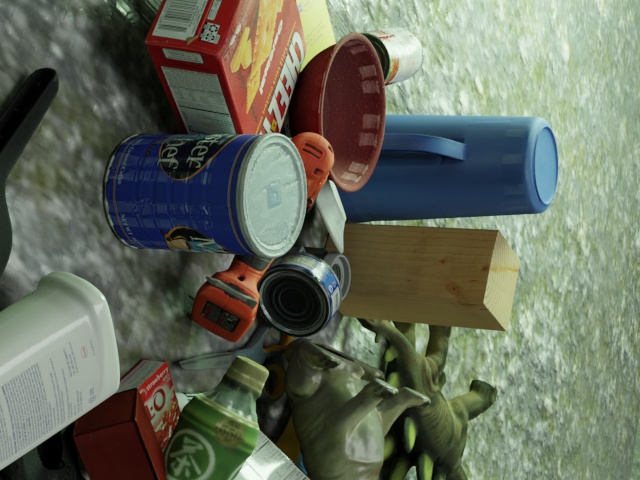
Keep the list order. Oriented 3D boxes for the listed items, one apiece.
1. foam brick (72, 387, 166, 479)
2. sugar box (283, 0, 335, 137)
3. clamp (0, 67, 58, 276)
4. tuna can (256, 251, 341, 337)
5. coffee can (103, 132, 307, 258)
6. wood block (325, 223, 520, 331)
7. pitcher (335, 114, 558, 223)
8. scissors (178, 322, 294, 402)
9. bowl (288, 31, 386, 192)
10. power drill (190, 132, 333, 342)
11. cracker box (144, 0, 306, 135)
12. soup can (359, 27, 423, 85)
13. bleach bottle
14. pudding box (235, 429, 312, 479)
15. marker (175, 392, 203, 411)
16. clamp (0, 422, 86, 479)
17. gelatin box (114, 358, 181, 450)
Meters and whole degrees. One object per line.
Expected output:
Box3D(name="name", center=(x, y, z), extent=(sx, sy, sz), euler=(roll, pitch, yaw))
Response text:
Box3D(name="foam brick", center=(-0.160, 0.168, 0.855), extent=(0.053, 0.051, 0.078), euler=(-109, -177, -67))
Box3D(name="sugar box", center=(-0.022, -0.206, 1.124), extent=(0.093, 0.048, 0.176), euler=(-56, 138, -43))
Box3D(name="clamp", center=(-0.244, -0.037, 0.744), extent=(0.164, 0.036, 0.210), euler=(-10, 104, -60))
Box3D(name="tuna can", center=(-0.023, 0.057, 1.103), extent=(0.033, 0.086, 0.086), euler=(-51, 136, -57))
Box3D(name="coffee can", center=(-0.097, -0.040, 0.905), extent=(0.102, 0.140, 0.103), euler=(-11, 102, -61))
Box3D(name="wood block", center=(0.111, 0.040, 1.225), extent=(0.090, 0.206, 0.090), euler=(46, 54, -53))
Box3D(name="pitcher", center=(0.138, -0.087, 1.223), extent=(0.149, 0.243, 0.145), euler=(-51, 134, -48))
Box3D(name="scissors", center=(-0.080, 0.137, 1.084), extent=(0.201, 0.016, 0.096), euler=(-25, 114, -58))
Box3D(name="bowl", center=(0.012, -0.131, 1.091), extent=(0.161, 0.055, 0.162), euler=(-18, 111, -62))
Box3D(name="power drill", center=(-0.057, 0.001, 1.022), extent=(0.187, 0.057, 0.185), euler=(-63, -179, -22))
Box3D(name="cracker box", center=(-0.073, -0.173, 0.947), extent=(0.213, 0.072, 0.164), euler=(75, 29, -63))
Box3D(name="soup can", center=(0.073, -0.218, 1.274), extent=(0.102, 0.069, 0.068), euler=(-28, 117, -58))
Box3D(name="bleach bottle", center=(-0.247, 0.120, 0.701), extent=(0.250, 0.068, 0.102), euler=(-34, 132, -42))
Box3D(name="pudding box", center=(-0.070, 0.227, 1.021), extent=(0.039, 0.113, 0.089), euler=(-51, 170, 32))
Box3D(name="marker", center=(-0.110, 0.156, 1.029), extent=(0.121, 0.020, 0.020), euler=(15, 80, -61))
Box3D(name="clamp", center=(-0.207, 0.187, 0.836), extent=(0.120, 0.039, 0.171), euler=(-41, 126, -71))
Box3D(name="gelatin box", center=(-0.159, 0.157, 0.927), extent=(0.089, 0.030, 0.073), euler=(-45, 131, -51))
